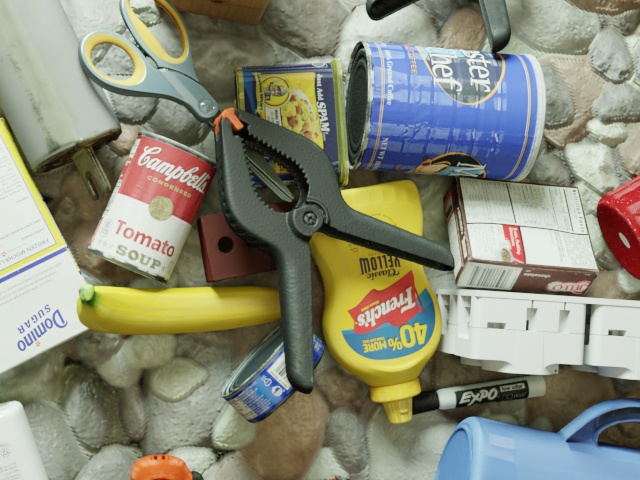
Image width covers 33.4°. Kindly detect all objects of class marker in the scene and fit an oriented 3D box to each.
[{"bbox_3d":[0.128,0.129,0.891,0.121,0.020,0.020,-7,89,-10],"label":"marker"}]

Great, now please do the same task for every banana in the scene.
[{"bbox_3d":[-0.108,0.053,0.819,0.197,0.070,0.037,2,84,-39],"label":"banana"}]

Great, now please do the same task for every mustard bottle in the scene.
[{"bbox_3d":[0.047,0.052,0.860,0.096,0.058,0.191,-11,90,-15],"label":"mustard bottle"}]

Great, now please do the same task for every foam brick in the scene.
[{"bbox_3d":[-0.056,0.001,0.847,0.078,0.051,0.053,-11,90,-10],"label":"foam brick"}]

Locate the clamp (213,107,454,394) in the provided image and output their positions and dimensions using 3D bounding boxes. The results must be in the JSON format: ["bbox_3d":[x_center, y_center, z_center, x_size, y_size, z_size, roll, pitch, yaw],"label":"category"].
[{"bbox_3d":[-0.016,-0.003,0.793,0.210,0.036,0.164,47,69,-7],"label":"clamp"}]

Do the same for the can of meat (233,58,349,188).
[{"bbox_3d":[-0.025,-0.091,0.853,0.084,0.057,0.102,-4,88,-8],"label":"can of meat"}]

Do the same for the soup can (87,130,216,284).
[{"bbox_3d":[-0.130,-0.025,0.827,0.068,0.068,0.102,24,85,-8],"label":"soup can"}]

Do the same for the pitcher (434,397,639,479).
[{"bbox_3d":[0.221,0.210,0.851,0.242,0.145,0.149,15,56,-6],"label":"pitcher"}]

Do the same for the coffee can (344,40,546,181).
[{"bbox_3d":[0.095,-0.103,0.851,0.140,0.103,0.103,3,87,-10],"label":"coffee can"}]

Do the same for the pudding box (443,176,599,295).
[{"bbox_3d":[0.163,-0.005,0.872,0.113,0.039,0.090,6,52,-11],"label":"pudding box"}]

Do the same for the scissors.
[{"bbox_3d":[-0.107,-0.098,0.802,0.096,0.016,0.202,-29,89,-22],"label":"scissors"}]

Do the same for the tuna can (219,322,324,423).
[{"bbox_3d":[-0.037,0.101,0.829,0.033,0.086,0.086,45,81,-8],"label":"tuna can"}]

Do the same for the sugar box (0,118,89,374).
[{"bbox_3d":[-0.246,0.004,0.817,0.093,0.048,0.176,-26,96,-10],"label":"sugar box"}]

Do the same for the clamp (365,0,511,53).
[{"bbox_3d":[0.112,-0.225,0.873,0.120,0.039,0.171,15,57,11],"label":"clamp"}]
